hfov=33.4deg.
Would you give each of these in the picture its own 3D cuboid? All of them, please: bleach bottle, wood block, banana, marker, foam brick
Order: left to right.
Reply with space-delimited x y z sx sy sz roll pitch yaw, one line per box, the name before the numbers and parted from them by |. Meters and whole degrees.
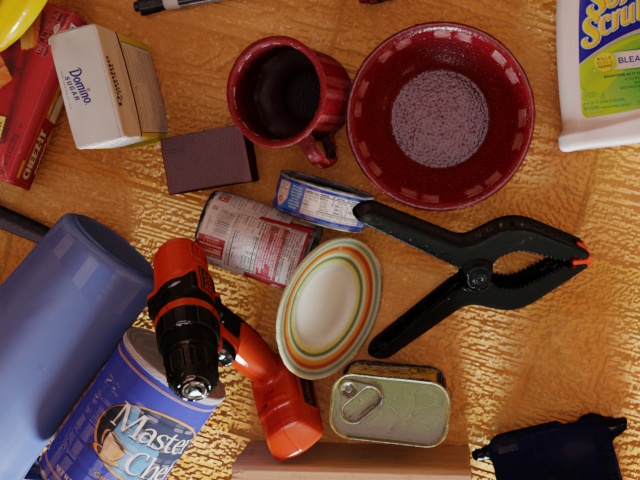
banana | -0.233 -0.250 0.897 0.037 0.070 0.198 19 88 -35
marker | -0.110 -0.222 0.966 0.121 0.020 0.020 -9 94 8
foam brick | -0.099 -0.073 0.962 0.078 0.051 0.053 -9 93 7
wood block | 0.030 0.235 0.953 0.206 0.090 0.091 0 94 7
bleach bottle | 0.240 -0.206 0.906 0.102 0.068 0.251 -7 91 9

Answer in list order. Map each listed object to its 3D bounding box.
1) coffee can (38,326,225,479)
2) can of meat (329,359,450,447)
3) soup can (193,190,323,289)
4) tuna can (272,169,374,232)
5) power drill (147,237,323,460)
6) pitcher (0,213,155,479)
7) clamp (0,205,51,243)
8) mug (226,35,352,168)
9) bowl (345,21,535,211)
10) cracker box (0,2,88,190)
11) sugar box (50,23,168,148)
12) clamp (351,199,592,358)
coffee can | -0.163 0.161 0.929 0.103 0.102 0.140 36 97 3
can of meat | 0.063 0.140 0.944 0.102 0.084 0.057 5 95 6
soup can | -0.056 0.001 0.954 0.102 0.068 0.068 18 97 5
tuna can | 0.002 -0.034 0.936 0.086 0.086 0.034 16 98 5
power drill | -0.071 0.103 0.895 0.057 0.184 0.187 -31 124 12
pitcher | -0.250 0.103 0.965 0.145 0.149 0.243 41 95 17
clamp | -0.341 -0.016 1.000 0.171 0.039 0.120 45 88 7
mug | -0.016 -0.116 0.922 0.093 0.081 0.117 -32 81 22
bowl | 0.104 -0.107 0.932 0.162 0.055 0.162 1 95 7
cracker box | -0.337 -0.159 0.960 0.214 0.072 0.164 21 86 4
sugar box | -0.175 -0.126 0.903 0.048 0.176 0.093 -13 93 7
clamp | 0.130 0.033 0.937 0.210 0.036 0.164 -2 125 -4
